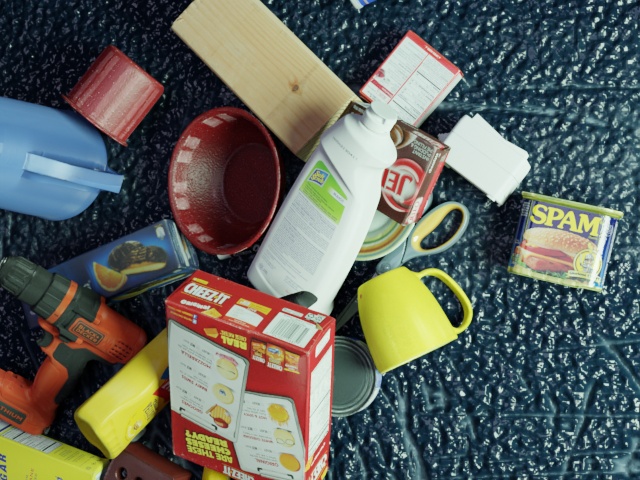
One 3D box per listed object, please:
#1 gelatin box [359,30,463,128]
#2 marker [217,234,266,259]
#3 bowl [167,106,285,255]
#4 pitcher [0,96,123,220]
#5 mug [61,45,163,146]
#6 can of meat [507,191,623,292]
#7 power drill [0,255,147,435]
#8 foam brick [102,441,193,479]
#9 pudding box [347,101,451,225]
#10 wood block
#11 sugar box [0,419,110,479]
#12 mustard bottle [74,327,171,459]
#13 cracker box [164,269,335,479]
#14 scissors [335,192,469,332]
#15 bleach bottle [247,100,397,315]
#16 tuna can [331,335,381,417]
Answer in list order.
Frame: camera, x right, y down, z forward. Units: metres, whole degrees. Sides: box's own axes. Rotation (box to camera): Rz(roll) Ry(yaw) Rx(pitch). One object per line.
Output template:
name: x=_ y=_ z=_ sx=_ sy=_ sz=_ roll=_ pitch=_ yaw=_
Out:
gelatin box: x=0.097 y=-0.169 z=1.153 sx=0.073 sy=0.030 sz=0.089 roll=41 pitch=97 yaw=13
marker: x=-0.058 y=0.001 z=1.190 sx=0.121 sy=0.020 sz=0.020 roll=-11 pitch=83 yaw=15
bowl: x=-0.092 y=-0.064 z=1.172 sx=0.162 sy=0.055 sz=0.162 roll=0 pitch=90 yaw=37
pitcher: x=-0.334 y=-0.093 z=1.160 sx=0.149 sy=0.242 sz=0.145 roll=-29 pitch=81 yaw=13
mug: x=-0.239 y=-0.173 z=1.227 sx=0.081 sy=0.093 sz=0.117 roll=-51 pitch=39 yaw=2
can of meat: x=0.247 y=0.002 z=1.084 sx=0.102 sy=0.057 sz=0.084 roll=13 pitch=92 yaw=17
power drill: x=-0.314 y=0.120 z=1.185 sx=0.184 sy=0.057 sz=0.188 roll=36 pitch=115 yaw=-19
foam brick: x=-0.194 y=0.267 z=1.192 sx=0.078 sy=0.051 sz=0.053 roll=25 pitch=93 yaw=16
pudding box: x=0.068 y=-0.081 z=1.102 sx=0.114 sy=0.039 sz=0.090 roll=34 pitch=113 yaw=30
wood block: x=-0.054 y=-0.187 z=1.167 sx=0.091 sy=0.090 sz=0.206 roll=-45 pitch=76 yaw=7
sugar box: x=-0.331 y=0.271 z=1.225 sx=0.176 sy=0.048 sz=0.093 roll=15 pitch=106 yaw=15
mustard bottle: x=-0.179 y=0.148 z=1.166 sx=0.058 sy=0.096 sz=0.191 roll=36 pitch=66 yaw=20
cracker box: x=-0.071 y=0.152 z=1.098 sx=0.164 sy=0.072 sz=0.214 roll=17 pitch=128 yaw=21
scissors: x=0.066 y=0.010 z=1.156 sx=0.202 sy=0.016 sz=0.096 roll=-35 pitch=76 yaw=11
bleach bottle: x=0.015 y=-0.030 z=1.090 sx=0.103 sy=0.067 sz=0.251 roll=41 pitch=126 yaw=15
tuna can: x=0.022 y=0.145 z=1.148 sx=0.086 sy=0.033 sz=0.086 roll=-1 pitch=86 yaw=16
